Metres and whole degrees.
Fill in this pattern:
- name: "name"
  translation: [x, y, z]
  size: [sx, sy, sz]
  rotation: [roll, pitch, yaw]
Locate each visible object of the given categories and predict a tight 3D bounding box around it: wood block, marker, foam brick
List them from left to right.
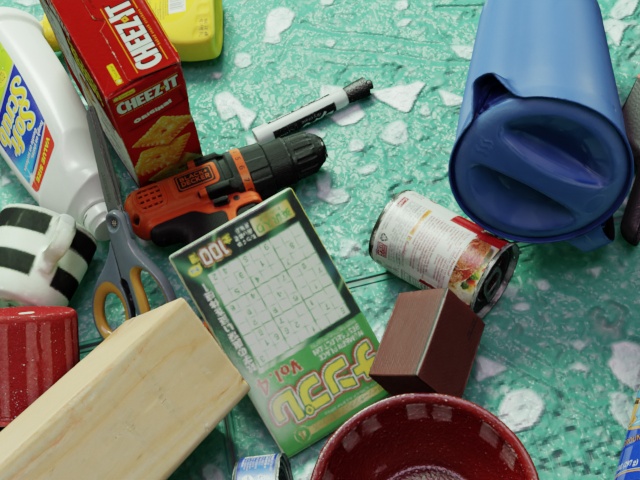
- name: "wood block"
  translation: [-0.158, 0.143, 0.745]
  size: [0.090, 0.091, 0.205]
  rotation: [54, 49, -10]
- name: "marker"
  translation: [-0.006, -0.119, 0.983]
  size: [0.121, 0.020, 0.020]
  rotation: [-26, 57, -8]
- name: "foam brick"
  translation: [0.081, 0.083, 0.809]
  size: [0.051, 0.053, 0.078]
  rotation: [-10, 47, 46]

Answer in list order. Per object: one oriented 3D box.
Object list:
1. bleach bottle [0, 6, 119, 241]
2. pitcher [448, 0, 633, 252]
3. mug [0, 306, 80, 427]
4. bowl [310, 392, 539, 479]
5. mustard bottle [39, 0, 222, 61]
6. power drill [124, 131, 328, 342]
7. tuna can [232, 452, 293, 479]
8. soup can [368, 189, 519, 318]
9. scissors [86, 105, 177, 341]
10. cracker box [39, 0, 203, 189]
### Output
- name: "bleach bottle"
  translation: [-0.246, -0.100, 0.968]
  size: [0.103, 0.067, 0.251]
  rotation: [-53, 58, 21]
- name: "pitcher"
  translation: [0.183, -0.113, 0.868]
  size: [0.145, 0.149, 0.242]
  rotation: [12, 41, 3]
- name: "mug"
  translation: [-0.238, 0.095, 0.818]
  size: [0.117, 0.093, 0.081]
  rotation: [-2, 92, -9]
- name: "bowl"
  translation: [0.073, 0.191, 0.750]
  size: [0.162, 0.055, 0.162]
  rotation: [-4, 57, 6]
- name: "mustard bottle"
  translation: [-0.194, -0.214, 1.050]
  size: [0.191, 0.058, 0.096]
  rotation: [-5, 63, 5]
- name: "power drill"
  translation: [-0.056, 0.001, 0.894]
  size: [0.184, 0.057, 0.188]
  rotation: [-22, 55, -5]
- name: "tuna can"
  translation: [-0.038, 0.193, 0.748]
  size: [0.034, 0.086, 0.086]
  rotation: [-7, 57, 6]
- name: "soup can"
  translation: [0.098, 0.010, 0.855]
  size: [0.102, 0.068, 0.068]
  rotation: [30, 66, 25]
- name: "scissors"
  translation: [-0.174, 0.000, 0.873]
  size: [0.096, 0.016, 0.202]
  rotation: [-32, 80, 32]
- name: "cracker box"
  translation: [-0.168, -0.148, 0.891]
  size: [0.072, 0.214, 0.164]
  rotation: [-29, 74, -10]
